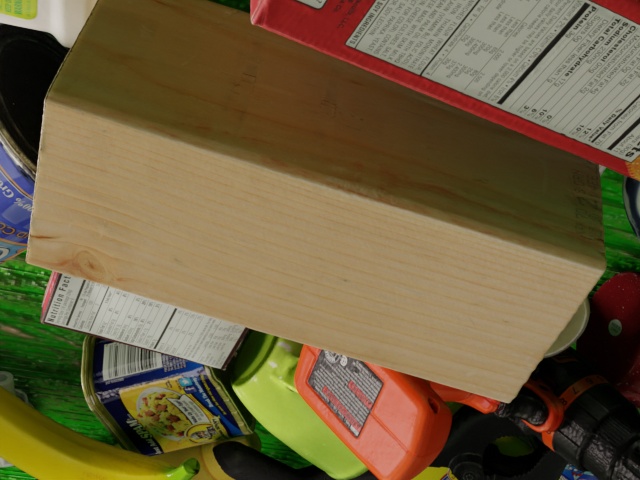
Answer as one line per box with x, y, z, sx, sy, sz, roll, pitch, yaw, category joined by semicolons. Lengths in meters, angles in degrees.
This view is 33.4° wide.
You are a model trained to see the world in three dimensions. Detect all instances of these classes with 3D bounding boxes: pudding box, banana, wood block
-0.088;0.021;0.585;0.113;0.039;0.090;18;136;-14;pudding box
-0.166;0.126;0.680;0.198;0.037;0.070;19;119;11;banana
-0.001;-0.020;0.432;0.206;0.090;0.091;17;135;-5;wood block

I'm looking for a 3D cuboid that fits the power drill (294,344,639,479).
0.093;0.092;0.591;0.187;0.185;0.057;7;113;-42;power drill

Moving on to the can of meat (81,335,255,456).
-0.097;0.096;0.700;0.084;0.057;0.102;-14;137;9;can of meat

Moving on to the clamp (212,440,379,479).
-0.024;0.203;0.791;0.209;0.036;0.165;6;130;-40;clamp

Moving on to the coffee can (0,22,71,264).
-0.176;-0.033;0.512;0.140;0.103;0.102;-26;134;23;coffee can

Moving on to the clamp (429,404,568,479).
0.092;0.142;0.712;0.120;0.039;0.172;44;118;-13;clamp
